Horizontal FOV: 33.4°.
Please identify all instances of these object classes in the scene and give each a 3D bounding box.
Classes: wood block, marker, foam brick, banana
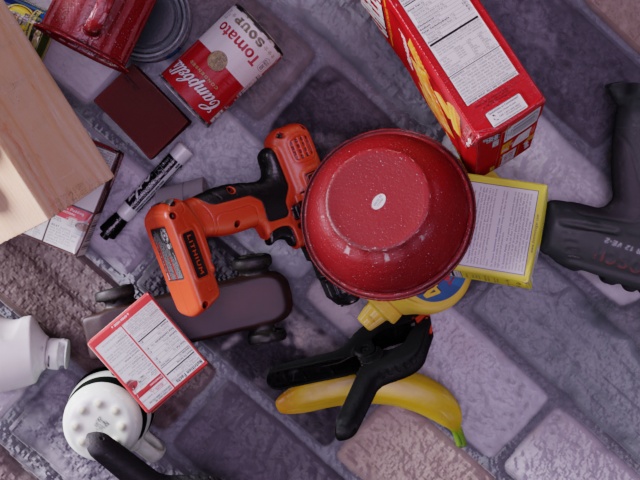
[{"bbox_3d":[-0.286,-0.113,0.932,0.091,0.090,0.206,-20,106,43],"label":"wood block"},{"bbox_3d":[-0.172,-0.047,1.042,0.020,0.020,0.121,43,93,-4],"label":"marker"},{"bbox_3d":[-0.168,-0.123,1.019,0.053,0.051,0.078,-43,95,2],"label":"foam brick"},{"bbox_3d":[0.057,0.157,1.056,0.197,0.037,0.069,12,94,-2],"label":"banana"}]

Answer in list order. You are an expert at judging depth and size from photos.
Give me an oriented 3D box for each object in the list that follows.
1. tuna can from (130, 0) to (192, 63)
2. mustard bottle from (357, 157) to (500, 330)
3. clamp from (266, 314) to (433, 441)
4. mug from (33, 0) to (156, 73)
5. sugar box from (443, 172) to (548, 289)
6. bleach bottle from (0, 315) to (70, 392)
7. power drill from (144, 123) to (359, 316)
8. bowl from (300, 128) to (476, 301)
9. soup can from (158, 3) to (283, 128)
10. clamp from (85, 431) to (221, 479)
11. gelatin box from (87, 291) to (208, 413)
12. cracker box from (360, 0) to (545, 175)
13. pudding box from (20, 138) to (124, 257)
[{"bbox_3d":[-0.166,-0.213,1.019,0.086,0.034,0.086,0,95,-1],"label":"tuna can"},{"bbox_3d":[0.109,0.014,1.030,0.096,0.058,0.191,45,92,2],"label":"mustard bottle"},{"bbox_3d":[0.046,0.123,1.012,0.171,0.120,0.039,-27,132,-17],"label":"clamp"},{"bbox_3d":[-0.195,-0.206,0.946,0.093,0.117,0.081,26,89,-13],"label":"mug"},{"bbox_3d":[0.113,-0.016,0.979,0.176,0.048,0.093,10,80,16],"label":"sugar box"},{"bbox_3d":[-0.369,0.091,1.031,0.250,0.068,0.102,5,96,-4],"label":"bleach bottle"},{"bbox_3d":[-0.057,0.001,0.993,0.187,0.057,0.184,-25,95,-32],"label":"power drill"},{"bbox_3d":[0.055,-0.030,0.942,0.162,0.055,0.162,-3,77,13],"label":"bowl"},{"bbox_3d":[-0.093,-0.165,1.009,0.102,0.068,0.068,-43,95,2],"label":"soup can"},{"bbox_3d":[-0.154,0.245,1.023,0.209,0.036,0.165,11,135,-17],"label":"clamp"},{"bbox_3d":[-0.160,0.105,0.994,0.073,0.030,0.089,-41,93,-5],"label":"gelatin box"},{"bbox_3d":[0.107,-0.170,0.940,0.072,0.164,0.214,-32,80,2],"label":"cracker box"},{"bbox_3d":[-0.253,-0.051,1.031,0.090,0.039,0.113,22,93,-3],"label":"pudding box"}]
